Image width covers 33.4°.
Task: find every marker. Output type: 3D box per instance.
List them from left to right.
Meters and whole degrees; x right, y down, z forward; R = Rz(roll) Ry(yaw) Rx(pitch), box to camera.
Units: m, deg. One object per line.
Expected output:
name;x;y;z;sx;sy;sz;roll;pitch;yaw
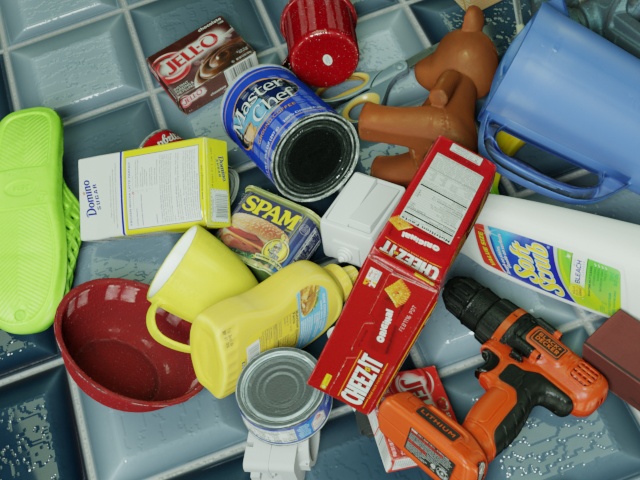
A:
marker;0.031;0.136;1.029;0.020;0.020;0.121;-18;53;-2

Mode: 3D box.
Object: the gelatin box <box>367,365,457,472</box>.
gelatin box;0.084;0.162;0.982;0.073;0.030;0.089;-7;53;-15

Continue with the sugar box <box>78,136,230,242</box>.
sugar box;-0.179;-0.051;1.135;0.177;0.048;0.093;-6;84;34

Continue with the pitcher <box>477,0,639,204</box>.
pitcher;0.283;-0.115;1.059;0.243;0.149;0.144;29;34;3

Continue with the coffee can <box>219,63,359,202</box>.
coffee can;-0.035;-0.118;1.151;0.102;0.103;0.140;-30;40;-11

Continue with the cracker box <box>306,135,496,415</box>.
cracker box;0.078;0.028;0.962;0.072;0.164;0.213;27;39;5

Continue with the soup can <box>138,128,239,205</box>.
soup can;-0.149;-0.072;1.184;0.102;0.068;0.068;31;66;27

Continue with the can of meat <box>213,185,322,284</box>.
can of meat;-0.057;0.001;1.121;0.102;0.057;0.084;24;66;26

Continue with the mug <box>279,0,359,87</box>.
mug;-0.007;-0.226;1.250;0.117;0.093;0.081;-39;37;28

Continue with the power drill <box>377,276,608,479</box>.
power drill;0.140;0.126;0.964;0.187;0.057;0.185;-35;59;-31

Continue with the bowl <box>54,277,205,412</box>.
bowl;-0.189;0.113;1.041;0.162;0.055;0.162;21;35;-16

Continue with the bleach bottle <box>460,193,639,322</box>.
bleach bottle;0.208;0.009;1.047;0.251;0.102;0.068;16;48;29

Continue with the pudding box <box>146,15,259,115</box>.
pudding box;-0.143;-0.214;1.300;0.113;0.039;0.090;-32;55;-12

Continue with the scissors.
scissors;0.092;-0.185;1.245;0.201;0.016;0.096;-18;51;0

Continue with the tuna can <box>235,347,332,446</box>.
tuna can;-0.033;0.140;0.966;0.086;0.034;0.086;-6;52;7

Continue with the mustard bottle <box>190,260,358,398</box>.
mustard bottle;-0.036;0.071;1.034;0.191;0.096;0.058;-28;47;-33
